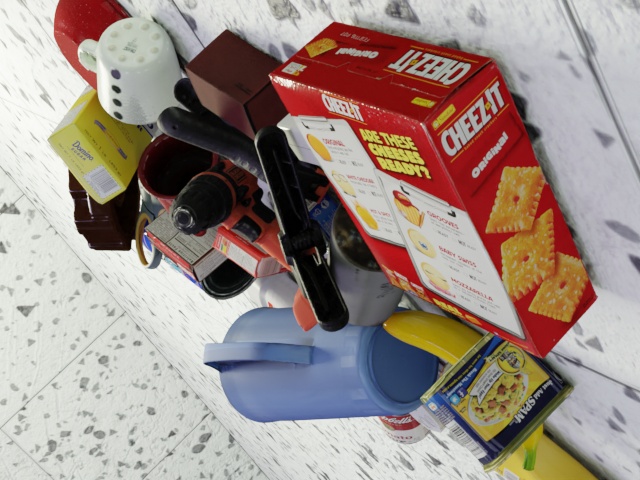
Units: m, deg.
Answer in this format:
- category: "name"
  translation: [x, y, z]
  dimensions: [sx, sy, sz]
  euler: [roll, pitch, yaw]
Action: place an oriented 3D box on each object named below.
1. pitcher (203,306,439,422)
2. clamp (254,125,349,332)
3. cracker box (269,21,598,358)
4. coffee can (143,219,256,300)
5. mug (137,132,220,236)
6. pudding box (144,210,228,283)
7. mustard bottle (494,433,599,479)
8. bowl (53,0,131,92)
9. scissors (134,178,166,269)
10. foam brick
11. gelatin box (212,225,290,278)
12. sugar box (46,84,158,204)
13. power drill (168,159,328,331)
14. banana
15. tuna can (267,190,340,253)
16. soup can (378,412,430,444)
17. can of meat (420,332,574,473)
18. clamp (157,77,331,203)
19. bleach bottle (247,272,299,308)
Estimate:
- category: "pitcher"
  translation: [-0.001, 0.129, 1.134]
  dimensions: [0.243, 0.149, 0.145]
  euler: [-11, 115, 51]
- category: "clamp"
  translation: [-0.018, -0.008, 0.892]
  dimensions: [0.210, 0.036, 0.164]
  euler: [160, 92, -87]
- category: "cracker box"
  translation: [0.079, -0.036, 0.719]
  dimensions: [0.164, 0.072, 0.213]
  euler: [26, 154, 50]
- category: "coffee can"
  translation: [-0.150, -0.001, 1.348]
  dimensions: [0.140, 0.102, 0.102]
  euler: [32, 160, 40]
- category: "mug"
  translation: [-0.145, -0.057, 1.196]
  dimensions: [0.081, 0.093, 0.117]
  euler: [63, -170, -59]
- category: "pudding box"
  translation: [-0.134, -0.016, 1.245]
  dimensions: [0.090, 0.113, 0.039]
  euler: [37, 159, 30]
- category: "mustard bottle"
  translation: [0.247, 0.249, 1.023]
  dimensions: [0.192, 0.058, 0.096]
  euler: [39, 162, 24]
- category: "bowl"
  translation: [-0.235, -0.205, 1.144]
  dimensions: [0.162, 0.055, 0.162]
  euler: [41, 164, 14]
- category: "scissors"
  translation: [-0.202, -0.066, 1.317]
  dimensions: [0.096, 0.202, 0.016]
  euler: [-5, 174, 41]
- category: "foam brick"
  translation: [-0.065, -0.129, 0.893]
  dimensions: [0.078, 0.053, 0.051]
  euler: [37, 163, 31]
- category: "gelatin box"
  translation: [-0.061, 0.008, 1.178]
  dimensions: [0.073, 0.089, 0.030]
  euler: [34, 118, 33]
- category: "sugar box"
  translation: [-0.239, -0.123, 1.202]
  dimensions: [0.093, 0.048, 0.176]
  euler: [54, -157, -23]
- category: "power drill"
  translation: [-0.057, 0.001, 1.063]
  dimensions: [0.187, 0.057, 0.184]
  euler: [46, -158, -3]
- category: "banana"
  translation: [0.138, 0.120, 0.979]
  dimensions: [0.198, 0.070, 0.037]
  euler: [46, -158, 23]
- category: "tuna can"
  translation: [-0.009, -0.028, 1.025]
  dimensions: [0.086, 0.033, 0.086]
  euler: [42, 169, 10]
- category: "soup can"
  translation: [0.097, 0.192, 1.254]
  dimensions: [0.069, 0.068, 0.102]
  euler: [38, 164, 27]
- category: "can of meat"
  translation: [0.148, 0.131, 0.905]
  dimensions: [0.084, 0.102, 0.057]
  euler: [46, 165, 9]
- category: "clamp"
  translation: [-0.069, -0.091, 0.964]
  dimensions: [0.171, 0.039, 0.120]
  euler: [29, -155, -20]
- category: "bleach bottle"
  translation: [-0.012, 0.109, 1.344]
  dimensions: [0.251, 0.068, 0.102]
  euler: [40, 161, 30]
